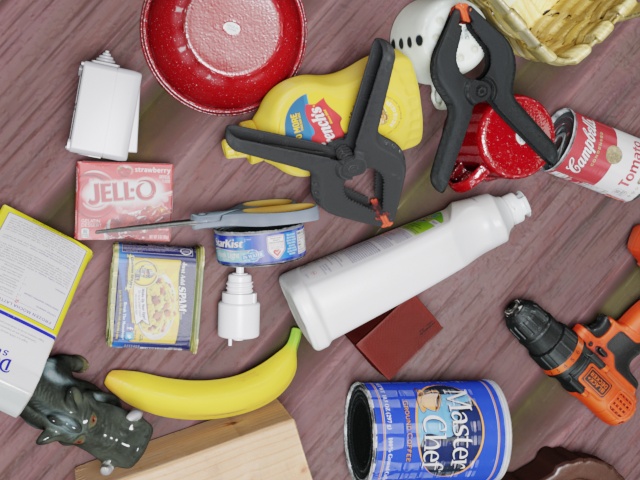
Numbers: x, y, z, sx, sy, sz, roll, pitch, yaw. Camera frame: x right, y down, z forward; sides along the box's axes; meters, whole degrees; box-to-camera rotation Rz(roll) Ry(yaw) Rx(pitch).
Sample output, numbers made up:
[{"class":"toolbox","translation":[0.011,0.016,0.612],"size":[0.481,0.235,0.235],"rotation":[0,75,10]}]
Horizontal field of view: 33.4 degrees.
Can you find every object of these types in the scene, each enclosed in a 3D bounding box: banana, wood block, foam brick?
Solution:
[{"class":"banana","translation":[-0.105,0.139,1.030],"size":[0.197,0.037,0.070],"rotation":[-12,61,-15]},{"class":"wood block","translation":[-0.118,0.231,1.008],"size":[0.206,0.091,0.090],"rotation":[-18,100,-12]},{"class":"foam brick","translation":[0.072,0.090,1.062],"size":[0.078,0.051,0.053],"rotation":[-42,105,-6]}]

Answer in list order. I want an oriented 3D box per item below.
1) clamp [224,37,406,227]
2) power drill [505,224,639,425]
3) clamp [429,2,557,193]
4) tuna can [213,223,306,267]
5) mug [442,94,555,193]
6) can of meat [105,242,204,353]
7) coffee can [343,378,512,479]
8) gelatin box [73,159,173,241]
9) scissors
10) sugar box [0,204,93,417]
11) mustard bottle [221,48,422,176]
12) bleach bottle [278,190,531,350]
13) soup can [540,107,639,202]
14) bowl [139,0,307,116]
[{"class":"clamp","translation":[0.014,-0.076,0.984],"size":[0.164,0.036,0.210],"rotation":[-24,139,1]},{"class":"power drill","translation":[0.303,0.075,1.117],"size":[0.184,0.057,0.187],"rotation":[43,88,-18]},{"class":"clamp","translation":[0.156,-0.133,0.983],"size":[0.120,0.039,0.171],"rotation":[-6,100,-10]},{"class":"tuna can","translation":[-0.057,0.001,1.002],"size":[0.086,0.086,0.034],"rotation":[-7,99,-14]},{"class":"mug","translation":[0.170,-0.094,1.051],"size":[0.093,0.081,0.117],"rotation":[45,84,-14]},{"class":"can of meat","translation":[-0.155,0.052,0.998],"size":[0.083,0.057,0.102],"rotation":[4,95,-13]},{"class":"coffee can","translation":[0.104,0.189,1.053],"size":[0.140,0.103,0.103],"rotation":[1,96,-14]},{"class":"gelatin box","translation":[-0.183,-0.037,0.994],"size":[0.089,0.030,0.073],"rotation":[2,95,-15]},{"class":"scissors","translation":[-0.102,-0.022,0.997],"size":[0.201,0.096,0.016],"rotation":[-4,100,-1]},{"class":"sugar box","translation":[-0.268,0.058,0.919],"size":[0.093,0.176,0.048],"rotation":[28,133,-14]},{"class":"mustard bottle","translation":[-0.001,-0.113,1.016],"size":[0.191,0.058,0.096],"rotation":[-17,122,-11]},{"class":"bleach bottle","translation":[0.089,0.017,1.026],"size":[0.250,0.103,0.068],"rotation":[-24,107,-6]},{"class":"soup can","translation":[0.281,-0.086,1.088],"size":[0.102,0.069,0.068],"rotation":[19,91,-16]},{"class":"bowl","translation":[-0.085,-0.196,0.990],"size":[0.162,0.055,0.162],"rotation":[-1,96,-14]}]
